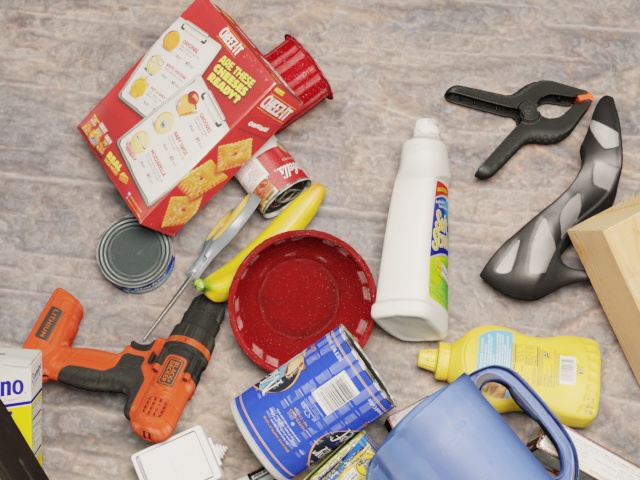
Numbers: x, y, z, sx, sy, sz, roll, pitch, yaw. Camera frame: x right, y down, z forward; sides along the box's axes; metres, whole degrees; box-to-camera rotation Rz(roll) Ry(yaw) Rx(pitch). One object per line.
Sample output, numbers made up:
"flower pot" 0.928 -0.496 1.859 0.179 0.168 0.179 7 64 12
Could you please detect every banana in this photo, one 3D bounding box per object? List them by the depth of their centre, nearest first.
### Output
"banana" -0.065 0.011 1.187 0.037 0.070 0.197 44 62 6

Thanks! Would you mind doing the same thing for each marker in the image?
"marker" -0.034 0.239 1.142 0.121 0.020 0.020 -25 74 -7

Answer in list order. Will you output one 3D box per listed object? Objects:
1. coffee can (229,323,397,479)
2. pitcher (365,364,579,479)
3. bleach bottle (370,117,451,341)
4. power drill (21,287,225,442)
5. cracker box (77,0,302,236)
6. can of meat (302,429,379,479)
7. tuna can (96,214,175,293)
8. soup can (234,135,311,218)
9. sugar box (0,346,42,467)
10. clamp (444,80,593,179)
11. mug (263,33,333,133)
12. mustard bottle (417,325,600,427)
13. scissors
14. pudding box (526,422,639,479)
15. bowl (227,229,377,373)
"coffee can" -0.007 0.167 1.093 0.140 0.102 0.103 -35 75 2
"pitcher" 0.176 0.248 1.026 0.243 0.144 0.149 47 120 10
"bleach bottle" 0.107 -0.022 1.175 0.068 0.102 0.251 -5 66 24
"power drill" -0.212 0.112 1.152 0.188 0.057 0.184 15 52 11
"cracker box" -0.147 -0.137 1.182 0.214 0.072 0.164 -44 61 11
"can of meat" 0.035 0.258 1.109 0.102 0.057 0.084 -41 86 -11
"tuna can" -0.208 0.016 1.206 0.086 0.034 0.086 0 73 1
"soup can" -0.067 -0.085 1.218 0.068 0.068 0.102 -36 76 -10
"sugar box" -0.336 0.197 1.101 0.093 0.048 0.176 4 109 2
"clamp" 0.232 -0.151 1.250 0.171 0.039 0.120 -23 78 -13
"mug" -0.050 -0.184 1.245 0.081 0.093 0.117 -37 45 -5
"mustard bottle" 0.200 0.140 1.148 0.191 0.058 0.096 8 61 3
"scissors" -0.136 0.028 1.176 0.016 0.096 0.201 41 81 -12
"pudding box" 0.273 0.230 1.104 0.113 0.090 0.039 27 75 9
"bowl" -0.021 0.067 1.161 0.162 0.055 0.162 0 94 -6
